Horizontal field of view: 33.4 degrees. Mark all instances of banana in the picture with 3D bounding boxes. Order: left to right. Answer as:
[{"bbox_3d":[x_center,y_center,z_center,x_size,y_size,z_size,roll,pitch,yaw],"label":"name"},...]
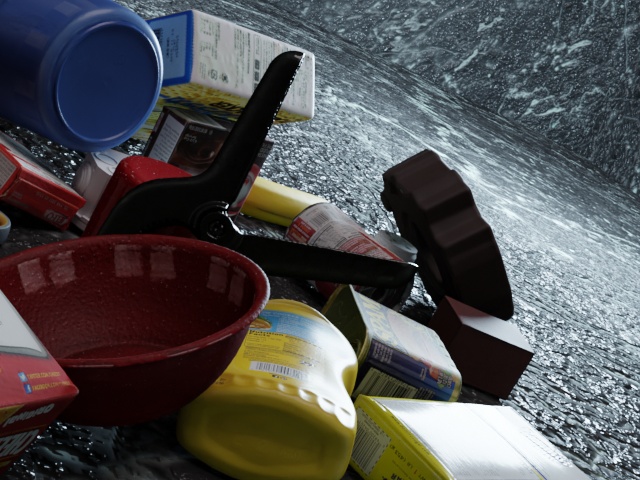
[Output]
[{"bbox_3d":[-0.051,-0.043,1.039,0.197,0.037,0.070,19,20,-33],"label":"banana"}]

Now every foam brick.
[{"bbox_3d":[0.132,0.092,0.911,0.078,0.051,0.053,24,17,-18],"label":"foam brick"}]

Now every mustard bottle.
[{"bbox_3d":[-0.026,0.080,0.653,0.096,0.058,0.191,12,16,-1],"label":"mustard bottle"}]

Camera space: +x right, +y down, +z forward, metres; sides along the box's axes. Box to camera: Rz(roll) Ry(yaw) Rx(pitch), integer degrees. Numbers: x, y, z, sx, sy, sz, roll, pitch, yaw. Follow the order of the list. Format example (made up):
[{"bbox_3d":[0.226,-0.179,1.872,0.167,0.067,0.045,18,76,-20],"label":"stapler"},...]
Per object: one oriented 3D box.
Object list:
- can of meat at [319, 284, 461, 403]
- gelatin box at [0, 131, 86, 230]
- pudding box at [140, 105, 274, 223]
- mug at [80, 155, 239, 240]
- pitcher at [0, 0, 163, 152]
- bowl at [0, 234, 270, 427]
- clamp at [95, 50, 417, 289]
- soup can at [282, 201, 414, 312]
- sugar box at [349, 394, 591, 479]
[{"bbox_3d":[0.046,0.086,0.771,0.083,0.057,0.102,27,16,-19],"label":"can of meat"},{"bbox_3d":[-0.218,-0.049,0.749,0.089,0.030,0.073,39,1,29],"label":"gelatin box"},{"bbox_3d":[-0.102,-0.061,0.908,0.039,0.090,0.113,39,19,36],"label":"pudding box"},{"bbox_3d":[-0.105,0.000,0.726,0.117,0.081,0.093,20,18,-31],"label":"mug"},{"bbox_3d":[-0.238,-0.160,0.813,0.148,0.145,0.243,-19,36,-42],"label":"pitcher"},{"bbox_3d":[-0.106,0.049,0.551,0.162,0.055,0.162,0,22,0],"label":"bowl"},{"bbox_3d":[-0.054,0.001,0.656,0.164,0.210,0.036,55,-9,5],"label":"clamp"},{"bbox_3d":[0.022,0.020,0.913,0.068,0.068,0.102,10,24,-50],"label":"soup can"},{"bbox_3d":[0.097,0.147,0.692,0.175,0.048,0.093,18,19,-48],"label":"sugar box"}]
